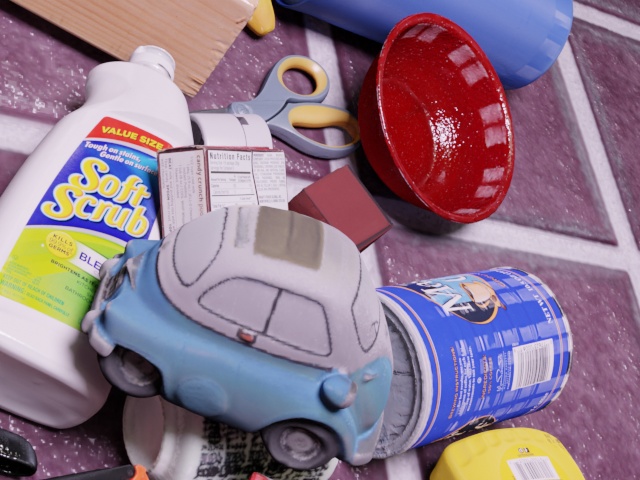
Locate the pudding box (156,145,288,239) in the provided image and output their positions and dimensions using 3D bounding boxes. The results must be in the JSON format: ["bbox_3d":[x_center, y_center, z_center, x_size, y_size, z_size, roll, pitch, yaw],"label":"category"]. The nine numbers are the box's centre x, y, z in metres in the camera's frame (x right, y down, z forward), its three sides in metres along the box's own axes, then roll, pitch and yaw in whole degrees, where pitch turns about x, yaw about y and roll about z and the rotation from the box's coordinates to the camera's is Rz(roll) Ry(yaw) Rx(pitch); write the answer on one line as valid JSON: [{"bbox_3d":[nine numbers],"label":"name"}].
[{"bbox_3d":[-0.054,0.001,0.629,0.089,0.039,0.113,-6,91,-61],"label":"pudding box"}]

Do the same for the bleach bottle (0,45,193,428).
[{"bbox_3d":[-0.135,-0.024,0.610,0.102,0.068,0.250,31,48,-22],"label":"bleach bottle"}]

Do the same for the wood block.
[{"bbox_3d":[-0.147,-0.193,0.693,0.205,0.091,0.090,27,37,-21],"label":"wood block"}]

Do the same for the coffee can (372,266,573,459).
[{"bbox_3d":[0.078,0.074,0.684,0.140,0.103,0.103,-7,66,-40],"label":"coffee can"}]

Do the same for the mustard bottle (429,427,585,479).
[{"bbox_3d":[0.146,0.200,0.636,0.096,0.058,0.192,3,37,-29],"label":"mustard bottle"}]

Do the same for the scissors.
[{"bbox_3d":[-0.055,-0.104,0.765,0.201,0.016,0.096,8,56,-33],"label":"scissors"}]

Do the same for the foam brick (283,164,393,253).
[{"bbox_3d":[-0.002,-0.002,0.693,0.051,0.078,0.052,52,42,4],"label":"foam brick"}]

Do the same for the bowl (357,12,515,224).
[{"bbox_3d":[0.079,-0.087,0.810,0.161,0.055,0.162,14,70,-43],"label":"bowl"}]

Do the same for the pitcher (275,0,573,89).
[{"bbox_3d":[0.085,-0.217,0.882,0.242,0.145,0.149,18,64,-32],"label":"pitcher"}]
